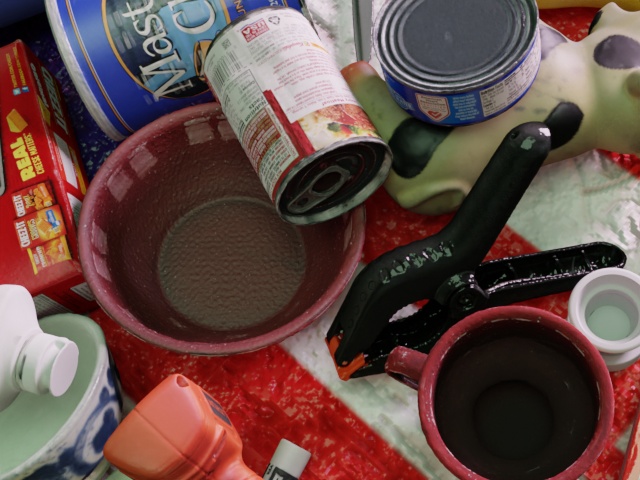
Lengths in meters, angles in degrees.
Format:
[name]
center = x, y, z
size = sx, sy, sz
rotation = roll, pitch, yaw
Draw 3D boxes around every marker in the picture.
[marker]
center = -0.041, 0.167, 0.583
size = 0.020, 0.020, 0.121
rotation = 25, 78, 18

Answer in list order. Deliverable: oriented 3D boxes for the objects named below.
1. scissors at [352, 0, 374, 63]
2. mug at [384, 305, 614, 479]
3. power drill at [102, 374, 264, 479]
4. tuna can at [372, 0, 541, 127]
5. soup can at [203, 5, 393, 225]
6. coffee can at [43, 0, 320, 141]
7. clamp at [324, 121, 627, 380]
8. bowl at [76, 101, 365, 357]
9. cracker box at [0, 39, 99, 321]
[scissors]
center = 0.046, -0.210, 0.694
size = 0.096, 0.016, 0.202
rotation = -17, 69, 5
[mug]
center = 0.088, 0.085, 0.550
size = 0.117, 0.081, 0.093
rotation = 18, 76, 15
[power drill]
center = -0.015, 0.146, 0.492
size = 0.188, 0.184, 0.057
rotation = 41, 78, 18
[tuna can]
center = 0.072, -0.103, 0.561
size = 0.086, 0.033, 0.086
rotation = -7, 59, 12
[soup can]
center = -0.014, -0.068, 0.577
size = 0.068, 0.068, 0.102
rotation = -30, 63, 0
[coffee can]
center = -0.080, -0.133, 0.647
size = 0.140, 0.102, 0.103
rotation = -22, 69, 3
[clamp]
center = 0.073, 0.012, 0.567
size = 0.171, 0.120, 0.039
rotation = -29, 33, 2
[bowl]
center = -0.054, 0.001, 0.613
size = 0.162, 0.055, 0.162
rotation = -1, 62, 2
[cracker box]
center = -0.247, -0.004, 0.655
size = 0.214, 0.072, 0.164
rotation = -23, 69, 4
